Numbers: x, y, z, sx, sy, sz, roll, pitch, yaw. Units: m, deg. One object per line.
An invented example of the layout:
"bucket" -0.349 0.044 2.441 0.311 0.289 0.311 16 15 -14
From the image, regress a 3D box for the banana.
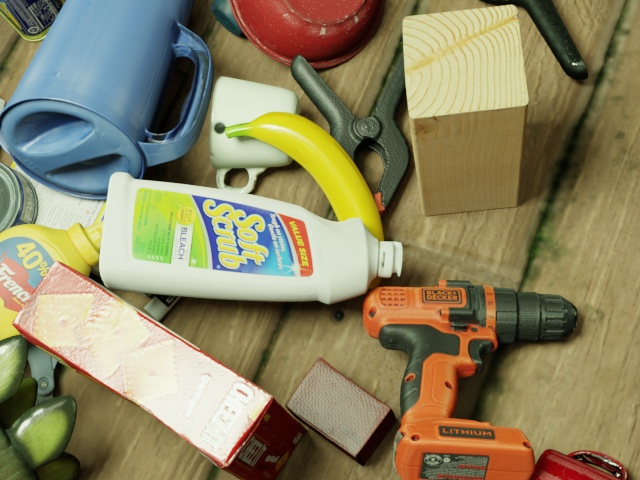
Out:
"banana" 0.005 -0.048 0.951 0.070 0.037 0.198 -40 95 21

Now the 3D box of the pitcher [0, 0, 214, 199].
"pitcher" -0.185 -0.166 0.990 0.149 0.145 0.242 33 51 -26

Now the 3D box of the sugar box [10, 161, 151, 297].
"sugar box" -0.220 -0.021 1.008 0.176 0.048 0.093 22 77 12

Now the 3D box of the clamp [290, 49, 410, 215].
"clamp" 0.050 -0.108 1.000 0.120 0.039 0.171 -16 80 -2

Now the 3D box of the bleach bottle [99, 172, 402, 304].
"bleach bottle" -0.056 0.001 0.912 0.251 0.068 0.102 3 70 0

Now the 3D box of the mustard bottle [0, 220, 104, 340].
"mustard bottle" -0.265 0.042 0.940 0.191 0.058 0.096 -34 90 -5

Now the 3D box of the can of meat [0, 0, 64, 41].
"can of meat" -0.316 -0.265 1.089 0.057 0.084 0.102 -42 70 -8

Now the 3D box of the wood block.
"wood block" 0.122 -0.102 0.901 0.091 0.206 0.090 -5 70 7

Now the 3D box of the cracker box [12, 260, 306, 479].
"cracker box" -0.128 0.116 0.882 0.214 0.164 0.072 31 79 17

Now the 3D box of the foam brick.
"foam brick" 0.018 0.146 0.910 0.078 0.051 0.053 35 79 18

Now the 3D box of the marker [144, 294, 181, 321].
"marker" -0.116 0.024 0.990 0.020 0.020 0.121 38 80 19

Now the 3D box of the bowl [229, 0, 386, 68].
"bowl" -0.005 -0.246 1.012 0.162 0.055 0.162 -1 92 -16

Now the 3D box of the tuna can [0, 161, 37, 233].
"tuna can" -0.308 -0.031 0.982 0.086 0.033 0.086 -2 77 10

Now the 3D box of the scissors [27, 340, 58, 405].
"scissors" -0.236 0.118 0.974 0.096 0.016 0.202 -19 81 -17

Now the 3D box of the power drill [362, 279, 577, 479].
"power drill" 0.127 0.111 0.870 0.184 0.057 0.187 0 41 2

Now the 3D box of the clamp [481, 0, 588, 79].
"clamp" 0.204 -0.250 1.032 0.210 0.036 0.164 22 75 17
